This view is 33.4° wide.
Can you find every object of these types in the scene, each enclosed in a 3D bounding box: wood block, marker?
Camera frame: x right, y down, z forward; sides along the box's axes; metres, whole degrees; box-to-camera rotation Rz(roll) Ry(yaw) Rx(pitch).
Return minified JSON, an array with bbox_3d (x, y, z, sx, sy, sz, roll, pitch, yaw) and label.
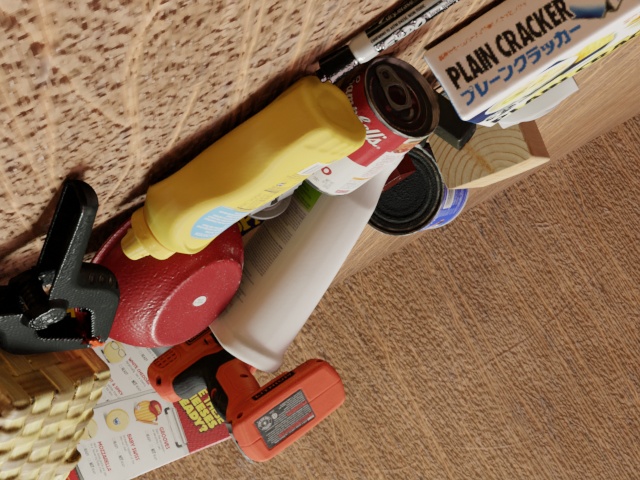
[{"bbox_3d":[0.179,-0.111,1.140,0.090,0.091,0.205,-21,177,18],"label":"wood block"},{"bbox_3d":[0.049,-0.137,0.679,0.121,0.020,0.020,-32,174,16],"label":"marker"}]

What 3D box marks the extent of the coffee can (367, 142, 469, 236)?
[{"bbox_3d":[0.104,-0.060,1.199,0.103,0.103,0.140,-32,174,18],"label":"coffee can"}]

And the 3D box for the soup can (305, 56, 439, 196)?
[{"bbox_3d":[0.032,-0.084,0.808,0.068,0.068,0.102,-25,173,-42],"label":"soup can"}]

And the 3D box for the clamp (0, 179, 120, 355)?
[{"bbox_3d":[-0.201,0.042,0.718,0.164,0.036,0.210,-27,159,-6],"label":"clamp"}]

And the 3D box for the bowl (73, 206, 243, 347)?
[{"bbox_3d":[-0.115,0.033,0.857,0.162,0.055,0.162,-37,155,-21],"label":"bowl"}]

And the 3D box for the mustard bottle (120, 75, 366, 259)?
[{"bbox_3d":[-0.064,-0.041,0.748,0.192,0.058,0.096,-32,175,19],"label":"mustard bottle"}]

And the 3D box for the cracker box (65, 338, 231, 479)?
[{"bbox_3d":[-0.206,0.167,1.166,0.214,0.164,0.072,-24,-170,6],"label":"cracker box"}]

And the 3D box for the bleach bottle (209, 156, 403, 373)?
[{"bbox_3d":[-0.002,-0.014,0.916,0.251,0.068,0.103,-53,-149,7],"label":"bleach bottle"}]

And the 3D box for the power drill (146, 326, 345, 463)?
[{"bbox_3d":[-0.055,0.112,0.991,0.184,0.057,0.188,-37,-150,-14],"label":"power drill"}]
